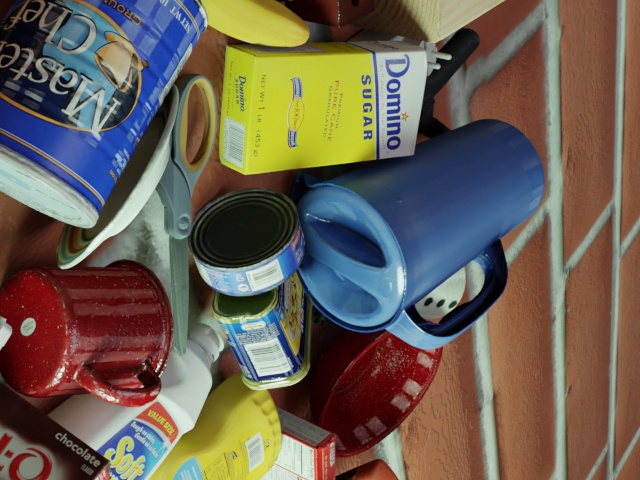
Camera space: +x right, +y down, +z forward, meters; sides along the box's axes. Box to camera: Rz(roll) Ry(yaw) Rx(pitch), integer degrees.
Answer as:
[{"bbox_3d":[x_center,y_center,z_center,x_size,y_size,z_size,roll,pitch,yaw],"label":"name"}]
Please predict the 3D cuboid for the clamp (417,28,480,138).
[{"bbox_3d":[0.090,-0.122,1.012,0.171,0.039,0.120,-33,137,-36],"label":"clamp"}]

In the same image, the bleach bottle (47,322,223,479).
[{"bbox_3d":[-0.155,0.142,0.752,0.250,0.068,0.102,-48,139,-37],"label":"bleach bottle"}]

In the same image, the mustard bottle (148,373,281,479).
[{"bbox_3d":[-0.110,0.194,0.848,0.191,0.058,0.096,-38,136,-42],"label":"mustard bottle"}]

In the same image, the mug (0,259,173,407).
[{"bbox_3d":[-0.148,0.065,0.678,0.081,0.117,0.093,4,125,-52],"label":"mug"}]

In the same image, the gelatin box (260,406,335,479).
[{"bbox_3d":[-0.028,0.189,0.941,0.030,0.089,0.073,-32,131,-45],"label":"gelatin box"}]

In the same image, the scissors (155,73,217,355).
[{"bbox_3d":[-0.113,-0.022,0.747,0.096,0.016,0.202,14,84,-51],"label":"scissors"}]

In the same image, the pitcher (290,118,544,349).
[{"bbox_3d":[0.100,-0.017,0.950,0.242,0.145,0.149,-28,119,-40],"label":"pitcher"}]

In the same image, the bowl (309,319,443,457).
[{"bbox_3d":[0.043,0.129,1.028,0.161,0.055,0.162,-30,140,-29],"label":"bowl"}]

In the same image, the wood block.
[{"bbox_3d":[0.119,-0.254,0.938,0.205,0.091,0.090,-37,135,-42],"label":"wood block"}]

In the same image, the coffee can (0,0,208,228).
[{"bbox_3d":[-0.142,-0.093,0.613,0.140,0.103,0.102,-63,147,-14],"label":"coffee can"}]

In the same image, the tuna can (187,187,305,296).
[{"bbox_3d":[-0.055,0.001,0.808,0.086,0.086,0.034,-50,144,-30],"label":"tuna can"}]

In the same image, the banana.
[{"bbox_3d":[-0.072,-0.181,0.713,0.197,0.070,0.037,50,33,-57],"label":"banana"}]

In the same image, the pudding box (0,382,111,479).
[{"bbox_3d":[-0.197,0.141,0.640,0.090,0.113,0.039,-52,170,-28],"label":"pudding box"}]

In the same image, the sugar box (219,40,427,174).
[{"bbox_3d":[0.005,-0.108,0.842,0.175,0.048,0.093,-9,116,-35],"label":"sugar box"}]

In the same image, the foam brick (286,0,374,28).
[{"bbox_3d":[0.008,-0.213,0.827,0.052,0.051,0.078,-35,133,-44],"label":"foam brick"}]

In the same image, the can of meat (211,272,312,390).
[{"bbox_3d":[-0.046,0.052,0.848,0.102,0.057,0.084,-87,163,-46],"label":"can of meat"}]
